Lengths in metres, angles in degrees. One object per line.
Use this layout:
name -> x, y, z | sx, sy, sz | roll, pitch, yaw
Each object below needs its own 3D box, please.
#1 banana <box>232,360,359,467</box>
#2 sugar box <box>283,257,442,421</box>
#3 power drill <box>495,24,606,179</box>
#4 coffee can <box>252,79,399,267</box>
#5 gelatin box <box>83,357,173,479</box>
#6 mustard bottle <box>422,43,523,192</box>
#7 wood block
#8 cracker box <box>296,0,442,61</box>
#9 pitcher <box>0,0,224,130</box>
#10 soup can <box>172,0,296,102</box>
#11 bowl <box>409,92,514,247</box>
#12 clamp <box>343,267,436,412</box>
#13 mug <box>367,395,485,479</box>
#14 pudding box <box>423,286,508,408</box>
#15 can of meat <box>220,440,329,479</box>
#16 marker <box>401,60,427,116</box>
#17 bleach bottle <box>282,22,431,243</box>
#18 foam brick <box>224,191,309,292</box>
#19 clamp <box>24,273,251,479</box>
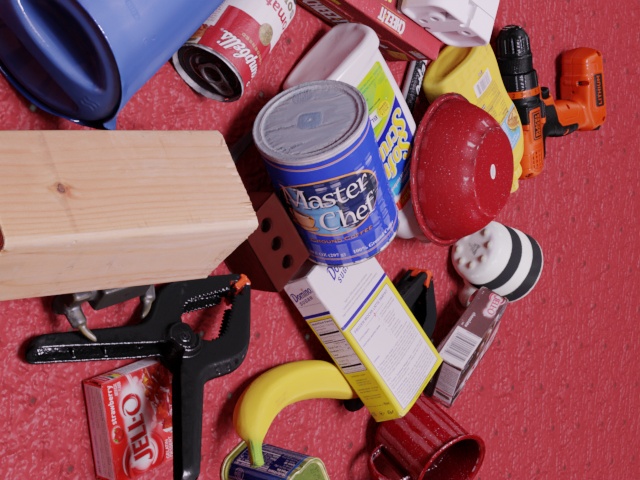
banana -> -0.024, 0.149, 1.008 | 0.197, 0.037, 0.069 | -23, 86, -52
sugar box -> 0.043, 0.081, 1.047 | 0.176, 0.048, 0.093 | 55, 46, -14
power drill -> 0.278, -0.183, 1.307 | 0.187, 0.057, 0.184 | -24, 114, -41
coffee can -> 0.008, -0.059, 0.963 | 0.102, 0.103, 0.140 | -55, 144, -29
gelatin box -> -0.153, 0.148, 0.882 | 0.073, 0.030, 0.089 | -17, 106, -46
mustard bottle -> 0.184, -0.129, 1.206 | 0.096, 0.058, 0.191 | -52, 128, -29
wood block -> -0.162, -0.021, 0.778 | 0.205, 0.090, 0.091 | -5, 63, -42
cracker box -> 0.066, -0.305, 1.051 | 0.163, 0.072, 0.213 | 22, 78, -45
pitcher -> -0.136, -0.213, 0.798 | 0.145, 0.149, 0.242 | 39, 55, -1
soup can -> -0.072, -0.178, 0.914 | 0.068, 0.069, 0.102 | 52, 57, -37
bowl -> 0.155, -0.071, 1.098 | 0.161, 0.055, 0.162 | -11, 103, -53
clamp -> 0.091, 0.117, 1.143 | 0.120, 0.039, 0.171 | 36, 74, -50
mug -> 0.101, 0.220, 1.107 | 0.117, 0.082, 0.093 | -23, 132, -26
pudding box -> 0.163, 0.119, 1.193 | 0.113, 0.039, 0.090 | -48, 158, -32
can of meat -> -0.033, 0.238, 0.983 | 0.057, 0.084, 0.102 | -40, 122, -38
marker -> 0.100, -0.173, 1.138 | 0.020, 0.020, 0.121 | 29, 72, -45
bleach bottle -> 0.063, -0.091, 1.070 | 0.102, 0.068, 0.250 | -50, 130, -15
foam brick -> -0.056, 0.001, 0.959 | 0.053, 0.051, 0.078 | -52, 128, -31
clamp -> -0.112, 0.097, 0.870 | 0.164, 0.036, 0.209 | 45, 42, 9
